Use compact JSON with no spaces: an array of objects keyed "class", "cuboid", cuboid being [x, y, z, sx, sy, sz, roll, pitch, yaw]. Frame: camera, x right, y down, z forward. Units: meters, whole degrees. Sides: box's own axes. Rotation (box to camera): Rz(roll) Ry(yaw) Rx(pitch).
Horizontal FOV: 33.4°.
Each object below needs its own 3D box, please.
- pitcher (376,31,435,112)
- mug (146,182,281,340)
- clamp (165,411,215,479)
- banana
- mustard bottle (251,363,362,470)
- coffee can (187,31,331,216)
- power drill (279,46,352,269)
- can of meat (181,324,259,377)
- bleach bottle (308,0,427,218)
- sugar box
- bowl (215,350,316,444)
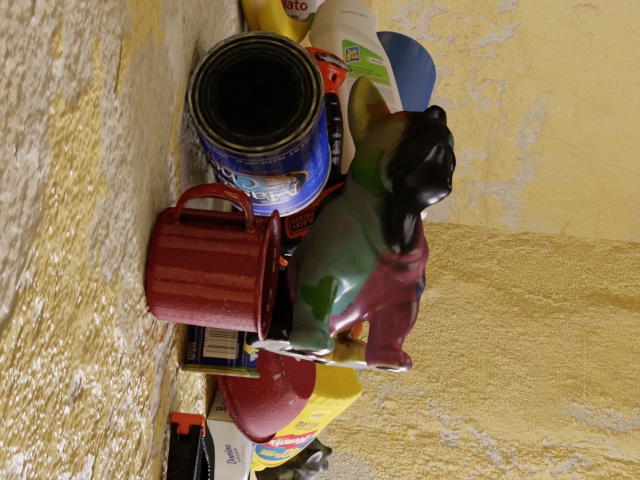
[{"class":"pitcher","cuboid":[0.048,-0.129,1.183,0.149,0.145,0.242,-45,-162,50]},{"class":"mug","cuboid":[-0.074,0.011,0.747,0.093,0.081,0.117,-78,173,-50]},{"class":"clamp","cuboid":[-0.109,0.238,0.892,0.164,0.036,0.210,-79,171,-54]},{"class":"banana","cuboid":[-0.046,-0.225,1.005,0.069,0.037,0.197,-67,165,-7]},{"class":"mustard bottle","cuboid":[-0.041,0.212,1.244,0.192,0.096,0.058,-49,-130,34]},{"class":"coffee can","cuboid":[-0.045,-0.089,0.855,0.140,0.103,0.103,81,16,-72]},{"class":"power drill","cuboid":[-0.028,-0.069,0.986,0.057,0.185,0.187,13,64,-51]},{"class":"can of meat","cuboid":[-0.081,0.074,0.916,0.102,0.057,0.084,62,32,-81]},{"class":"bleach bottle","cuboid":[0.040,-0.138,1.049,0.068,0.102,0.251,-26,-117,47]},{"class":"sugar box","cuboid":[-0.079,0.158,1.123,0.176,0.048,0.093,-80,174,-52]},{"class":"bowl","cuboid":[-0.046,0.116,1.049,0.162,0.055,0.162,-13,90,-70]}]
